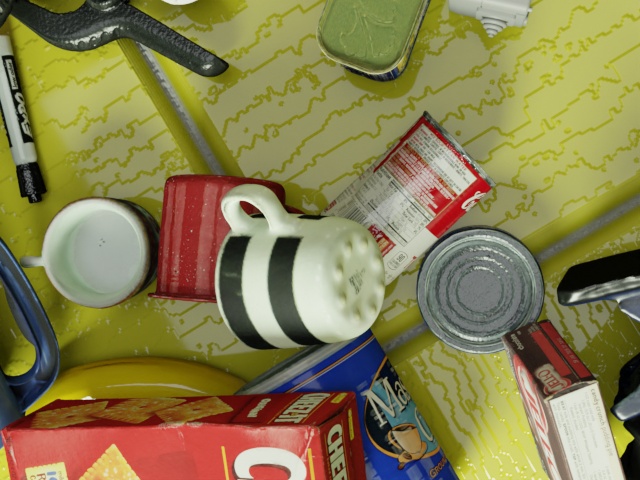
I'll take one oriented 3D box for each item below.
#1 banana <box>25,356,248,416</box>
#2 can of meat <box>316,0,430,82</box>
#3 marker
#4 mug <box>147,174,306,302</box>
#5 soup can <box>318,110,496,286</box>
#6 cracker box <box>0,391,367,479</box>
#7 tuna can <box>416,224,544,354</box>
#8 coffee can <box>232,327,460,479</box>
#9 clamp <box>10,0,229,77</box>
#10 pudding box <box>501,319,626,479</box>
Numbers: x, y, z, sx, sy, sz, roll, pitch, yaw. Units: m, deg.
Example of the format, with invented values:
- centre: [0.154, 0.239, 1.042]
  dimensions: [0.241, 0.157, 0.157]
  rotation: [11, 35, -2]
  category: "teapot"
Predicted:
- centre: [-0.133, 0.114, 0.752]
  dimensions: [0.198, 0.037, 0.069]
  rotation: [-12, 110, 9]
  category: "banana"
- centre: [0.042, -0.156, 0.692]
  dimensions: [0.057, 0.084, 0.102]
  rotation: [21, 95, 6]
  category: "can of meat"
- centre: [-0.217, -0.086, 0.761]
  dimensions: [0.020, 0.020, 0.121]
  rotation: [-13, 91, 8]
  category: "marker"
- centre: [-0.055, 0.001, 0.715]
  dimensions: [0.117, 0.093, 0.081]
  rotation: [5, 88, -20]
  category: "mug"
- centre: [0.056, -0.026, 0.704]
  dimensions: [0.102, 0.068, 0.068]
  rotation: [-44, 87, 7]
  category: "soup can"
- centre: [-0.078, 0.181, 0.650]
  dimensions: [0.214, 0.072, 0.164]
  rotation: [-4, 99, 23]
  category: "cracker box"
- centre: [0.107, 0.033, 0.716]
  dimensions: [0.086, 0.033, 0.086]
  rotation: [0, 92, 7]
  category: "tuna can"
- centre: [0.021, 0.136, 0.697]
  dimensions: [0.103, 0.102, 0.140]
  rotation: [-31, 88, 7]
  category: "coffee can"
- centre: [-0.139, -0.181, 0.739]
  dimensions: [0.171, 0.039, 0.120]
  rotation: [8, 82, 4]
  category: "clamp"
- centre: [0.155, 0.118, 0.670]
  dimensions: [0.039, 0.090, 0.113]
  rotation: [-22, 111, 2]
  category: "pudding box"
